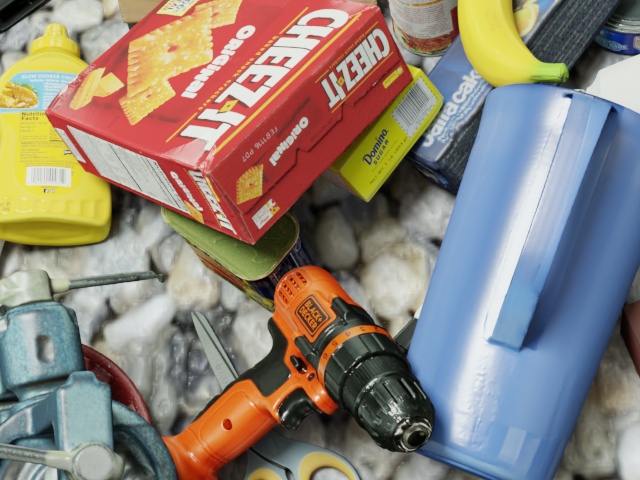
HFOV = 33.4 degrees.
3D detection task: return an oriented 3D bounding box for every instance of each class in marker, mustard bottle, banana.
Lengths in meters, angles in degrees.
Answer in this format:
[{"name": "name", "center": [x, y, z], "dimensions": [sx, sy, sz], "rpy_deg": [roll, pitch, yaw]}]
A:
[{"name": "marker", "center": [0.092, 0.035, 0.758], "dimensions": [0.020, 0.020, 0.121], "rpy_deg": [36, 79, 24]}, {"name": "mustard bottle", "center": [-0.216, -0.092, 0.858], "dimensions": [0.096, 0.058, 0.191], "rpy_deg": [1, 65, -12]}, {"name": "banana", "center": [0.126, -0.169, 0.735], "dimensions": [0.070, 0.037, 0.198], "rpy_deg": [-18, 55, 23]}]

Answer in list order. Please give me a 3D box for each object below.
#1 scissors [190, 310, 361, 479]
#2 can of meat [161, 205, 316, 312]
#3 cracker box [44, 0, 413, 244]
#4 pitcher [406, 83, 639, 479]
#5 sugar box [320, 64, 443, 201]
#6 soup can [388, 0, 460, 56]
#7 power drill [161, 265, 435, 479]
[{"name": "scissors", "center": [-0.029, 0.128, 0.748], "dimensions": [0.096, 0.016, 0.202], "rpy_deg": [-15, 63, 3]}, {"name": "can of meat", "center": [-0.055, 0.001, 0.771], "dimensions": [0.102, 0.084, 0.057], "rpy_deg": [34, 78, 23]}, {"name": "cracker box", "center": [-0.071, -0.101, 0.736], "dimensions": [0.164, 0.072, 0.214], "rpy_deg": [-47, 40, -19]}, {"name": "pitcher", "center": [0.130, 0.029, 0.674], "dimensions": [0.145, 0.149, 0.243], "rpy_deg": [8, 73, 54]}, {"name": "sugar box", "center": [-0.001, -0.101, 0.787], "dimensions": [0.093, 0.048, 0.176], "rpy_deg": [-52, 44, -7]}, {"name": "soup can", "center": [0.082, -0.197, 0.816], "dimensions": [0.068, 0.102, 0.068], "rpy_deg": [-5, 65, 11]}, {"name": "power drill", "center": [-0.027, 0.120, 0.668], "dimensions": [0.187, 0.057, 0.185], "rpy_deg": [-45, 32, 3]}]
